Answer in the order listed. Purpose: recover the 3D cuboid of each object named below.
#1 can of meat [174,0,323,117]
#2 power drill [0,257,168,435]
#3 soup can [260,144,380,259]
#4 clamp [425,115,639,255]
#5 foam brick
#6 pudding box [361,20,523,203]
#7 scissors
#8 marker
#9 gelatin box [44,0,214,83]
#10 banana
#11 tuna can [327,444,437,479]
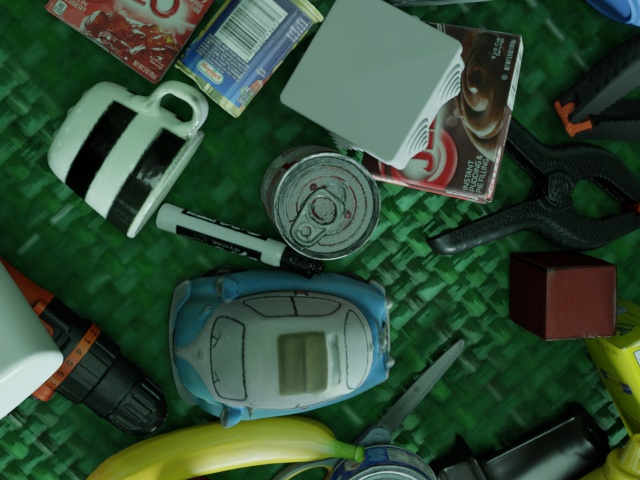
[{"bbox_3d":[-0.049,-0.130,0.694,0.057,0.102,0.084,39,94,-11],"label":"can of meat"},{"bbox_3d":[-0.224,0.122,0.731,0.184,0.057,0.187,40,89,-7],"label":"power drill"},{"bbox_3d":[-0.003,-0.028,0.714,0.068,0.102,0.068,-1,98,-8],"label":"soup can"},{"bbox_3d":[0.161,-0.046,0.768,0.171,0.039,0.120,3,95,-12],"label":"clamp"},{"bbox_3d":[0.172,0.038,0.761,0.053,0.078,0.051,-2,97,-8],"label":"foam brick"},{"bbox_3d":[0.084,-0.089,0.728,0.090,0.039,0.113,13,89,17],"label":"pudding box"},{"bbox_3d":[0.047,0.166,0.794,0.201,0.016,0.096,-34,103,-1],"label":"scissors"},{"bbox_3d":[-0.055,0.001,0.732,0.121,0.020,0.020,18,96,12],"label":"marker"},{"bbox_3d":[-0.127,-0.159,0.715,0.089,0.030,0.073,34,92,-11],"label":"gelatin box"},{"bbox_3d":[-0.071,0.146,0.740,0.197,0.070,0.037,-6,91,-23],"label":"banana"},{"bbox_3d":[0.046,0.193,0.767,0.086,0.034,0.086,-1,103,-2],"label":"tuna can"}]
